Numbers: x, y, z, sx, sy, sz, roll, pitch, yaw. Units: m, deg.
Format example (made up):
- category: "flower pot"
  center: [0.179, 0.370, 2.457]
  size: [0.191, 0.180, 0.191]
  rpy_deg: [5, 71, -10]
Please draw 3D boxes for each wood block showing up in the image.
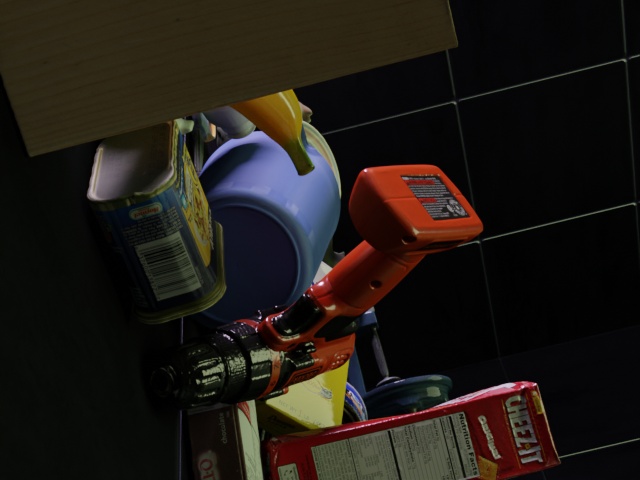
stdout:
- category: "wood block"
  center: [-0.049, -0.117, 0.520]
  size: [0.090, 0.206, 0.091]
  rpy_deg: [-96, 172, -72]

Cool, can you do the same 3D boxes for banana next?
- category: "banana"
  center: [-0.076, -0.101, 0.649]
  size: [0.197, 0.037, 0.069]
  rpy_deg: [19, 43, -39]

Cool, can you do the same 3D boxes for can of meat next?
- category: "can of meat"
  center: [-0.097, -0.015, 0.636]
  size: [0.102, 0.057, 0.084]
  rpy_deg: [-101, 174, -58]

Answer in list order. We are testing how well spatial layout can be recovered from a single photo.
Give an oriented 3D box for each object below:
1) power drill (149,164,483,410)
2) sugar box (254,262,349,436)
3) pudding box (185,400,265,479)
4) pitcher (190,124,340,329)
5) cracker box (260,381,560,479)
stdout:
- category: "power drill"
  center: [-0.001, 0.033, 0.664]
  size: [0.184, 0.188, 0.057]
  rpy_deg: [-10, 61, -56]
- category: "sugar box"
  center: [-0.017, 0.098, 0.989]
  size: [0.093, 0.048, 0.176]
  rpy_deg: [34, 48, -30]
- category: "pudding box"
  center: [-0.064, 0.142, 0.733]
  size: [0.090, 0.039, 0.113]
  rpy_deg: [76, 4, -57]
- category: "pitcher"
  center: [-0.056, 0.001, 0.863]
  size: [0.149, 0.145, 0.242]
  rpy_deg: [63, 8, -10]
- category: "cracker box"
  center: [0.055, 0.171, 0.845]
  size: [0.164, 0.213, 0.072]
  rpy_deg: [130, -53, -74]
